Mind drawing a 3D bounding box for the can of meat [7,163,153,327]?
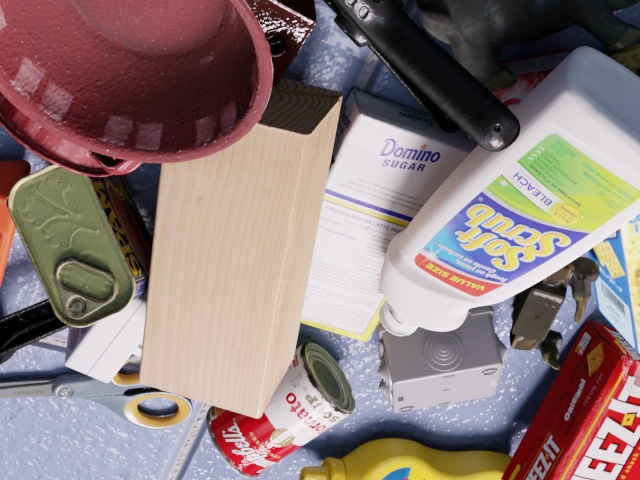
[{"bbox_3d":[-0.151,-0.001,0.705,0.057,0.084,0.102,-24,92,8],"label":"can of meat"}]

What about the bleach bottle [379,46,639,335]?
[{"bbox_3d":[0.120,-0.007,0.688,0.102,0.068,0.251,35,134,-5],"label":"bleach bottle"}]

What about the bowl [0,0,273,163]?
[{"bbox_3d":[-0.099,-0.114,0.555,0.162,0.055,0.162,7,141,6],"label":"bowl"}]

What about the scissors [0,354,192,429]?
[{"bbox_3d":[-0.191,0.130,0.860,0.202,0.016,0.096,-15,126,4],"label":"scissors"}]

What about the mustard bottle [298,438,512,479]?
[{"bbox_3d":[0.074,0.220,0.933,0.191,0.058,0.096,12,115,-15],"label":"mustard bottle"}]

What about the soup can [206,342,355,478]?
[{"bbox_3d":[-0.031,0.135,0.853,0.102,0.068,0.068,-36,122,17],"label":"soup can"}]

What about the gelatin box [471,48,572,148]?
[{"bbox_3d":[0.142,-0.082,0.740,0.073,0.030,0.089,-10,126,0],"label":"gelatin box"}]

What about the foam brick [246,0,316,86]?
[{"bbox_3d":[-0.048,-0.141,0.659,0.078,0.051,0.053,24,120,-22],"label":"foam brick"}]

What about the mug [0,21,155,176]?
[{"bbox_3d":[-0.137,-0.091,0.650,0.093,0.117,0.082,9,125,-52],"label":"mug"}]

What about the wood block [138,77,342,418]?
[{"bbox_3d":[-0.055,0.001,0.706,0.091,0.090,0.206,15,117,9],"label":"wood block"}]

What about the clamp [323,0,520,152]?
[{"bbox_3d":[0.033,-0.133,0.646,0.036,0.164,0.210,-44,91,4],"label":"clamp"}]

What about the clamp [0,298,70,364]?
[{"bbox_3d":[-0.249,0.074,0.759,0.172,0.039,0.120,-29,161,32],"label":"clamp"}]

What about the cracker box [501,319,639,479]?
[{"bbox_3d":[0.287,0.179,0.900,0.213,0.072,0.164,19,106,-20],"label":"cracker box"}]

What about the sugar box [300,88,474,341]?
[{"bbox_3d":[0.029,-0.014,0.766,0.093,0.048,0.176,18,118,-19],"label":"sugar box"}]
